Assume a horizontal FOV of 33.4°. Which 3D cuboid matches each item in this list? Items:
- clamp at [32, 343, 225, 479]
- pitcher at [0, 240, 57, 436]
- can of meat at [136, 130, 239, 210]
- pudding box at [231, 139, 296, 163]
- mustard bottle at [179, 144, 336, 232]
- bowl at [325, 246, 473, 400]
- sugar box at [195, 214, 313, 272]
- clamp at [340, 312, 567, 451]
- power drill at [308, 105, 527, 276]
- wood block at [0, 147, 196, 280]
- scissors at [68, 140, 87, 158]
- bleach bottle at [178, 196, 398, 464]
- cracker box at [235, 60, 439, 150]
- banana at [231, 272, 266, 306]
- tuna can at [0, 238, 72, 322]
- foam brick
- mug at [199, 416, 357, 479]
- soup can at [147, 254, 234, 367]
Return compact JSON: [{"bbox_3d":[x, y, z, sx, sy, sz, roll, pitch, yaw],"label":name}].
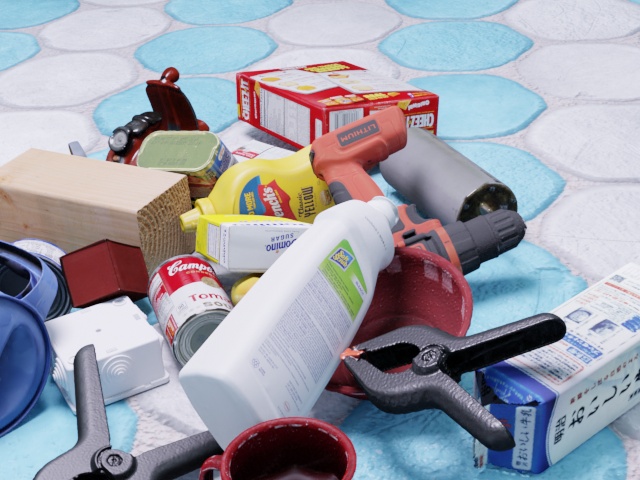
[{"bbox_3d":[-0.144,0.175,0.800,0.164,0.036,0.209,17,40,4],"label":"clamp"},{"bbox_3d":[-0.345,0.067,0.935,0.148,0.145,0.243,-5,20,-44],"label":"pitcher"},{"bbox_3d":[-0.135,-0.074,1.148,0.102,0.084,0.057,2,61,26],"label":"can of meat"},{"bbox_3d":[-0.078,-0.071,1.228,0.090,0.039,0.113,19,40,33],"label":"pudding box"},{"bbox_3d":[-0.053,-0.040,1.111,0.191,0.096,0.058,-15,28,-17],"label":"mustard bottle"},{"bbox_3d":[0.054,0.081,0.906,0.162,0.055,0.162,-13,42,11],"label":"bowl"},{"bbox_3d":[-0.056,0.001,0.987,0.093,0.048,0.176,1,1,-16],"label":"sugar box"},{"bbox_3d":[0.096,0.090,0.790,0.172,0.039,0.120,10,43,42],"label":"clamp"},{"bbox_3d":[0.082,-0.037,1.031,0.184,0.057,0.188,-22,62,-3],"label":"power drill"},{"bbox_3d":[-0.244,-0.027,1.123,0.206,0.090,0.090,11,33,25],"label":"wood block"},{"bbox_3d":[-0.278,-0.072,1.262,0.016,0.096,0.202,-22,2,-12],"label":"scissors"},{"bbox_3d":[-0.004,0.055,0.854,0.068,0.102,0.250,-5,34,43],"label":"bleach bottle"},{"bbox_3d":[0.017,-0.162,1.309,0.163,0.072,0.214,-11,24,-30],"label":"cracker box"},{"bbox_3d":[-0.042,0.042,0.973,0.070,0.037,0.197,-21,-3,22],"label":"banana"},{"bbox_3d":[-0.273,0.042,1.012,0.086,0.086,0.033,-3,28,3],"label":"tuna can"},{"bbox_3d":[-0.201,0.034,1.005,0.053,0.051,0.078,-21,-11,12],"label":"foam brick"},{"bbox_3d":[-0.030,0.181,0.741,0.117,0.081,0.093,7,32,18],"label":"mug"},{"bbox_3d":[-0.113,0.066,0.965,0.068,0.068,0.102,-14,31,-16],"label":"soup can"}]
